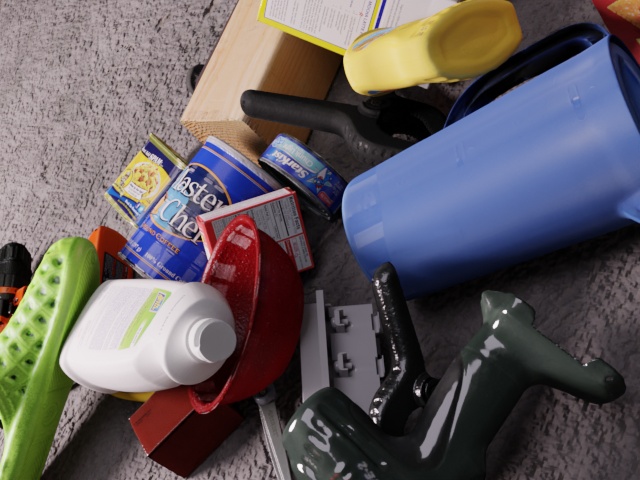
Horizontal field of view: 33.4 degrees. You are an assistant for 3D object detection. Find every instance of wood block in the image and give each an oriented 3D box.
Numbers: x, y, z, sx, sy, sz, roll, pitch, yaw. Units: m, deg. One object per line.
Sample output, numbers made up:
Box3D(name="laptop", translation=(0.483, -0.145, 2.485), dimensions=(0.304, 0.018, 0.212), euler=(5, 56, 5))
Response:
Box3D(name="wood block", translation=(-0.045, -0.180, 1.074), dimensions=(0.090, 0.090, 0.206), euler=(5, 63, 40))

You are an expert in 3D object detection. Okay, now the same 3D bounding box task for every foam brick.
Box3D(name="foam brick", translation=(-0.114, 0.152, 0.915), dimensions=(0.078, 0.051, 0.053), euler=(-45, 42, 3))

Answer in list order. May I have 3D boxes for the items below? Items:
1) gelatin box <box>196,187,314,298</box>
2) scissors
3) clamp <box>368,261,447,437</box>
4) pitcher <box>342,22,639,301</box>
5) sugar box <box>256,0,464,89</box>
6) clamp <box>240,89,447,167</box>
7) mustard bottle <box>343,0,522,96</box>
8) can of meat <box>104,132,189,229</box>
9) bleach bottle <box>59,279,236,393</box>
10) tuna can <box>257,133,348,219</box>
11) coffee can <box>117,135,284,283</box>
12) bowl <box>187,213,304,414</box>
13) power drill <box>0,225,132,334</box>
Box3D(name="gelatin box", translation=(-0.056, 0.001, 0.937), dimensions=(0.089, 0.073, 0.030), euler=(-20, 18, -14))
Box3D(name="scissors", translation=(-0.034, 0.114, 0.902), dimensions=(0.096, 0.016, 0.202), euler=(-33, 54, -5))
Box3D(name="clamp", translation=(0.071, 0.101, 0.770), dimensions=(0.039, 0.120, 0.171), euler=(118, 175, -72))
Box3D(name="pitcher", translation=(0.140, -0.052, 0.807), dimensions=(0.243, 0.145, 0.149), euler=(-24, 10, 28))
Box3D(name="sugar box", translation=(0.036, -0.215, 0.972), dimensions=(0.176, 0.093, 0.048), euler=(23, 39, 6))
Box3D(name="clamp", translation=(0.038, -0.107, 0.952), dimensions=(0.164, 0.036, 0.210), euler=(-21, 43, -24))
Box3D(name="mustard bottle", translation=(0.074, -0.155, 0.891), dimensions=(0.096, 0.058, 0.192), euler=(-27, 14, -25))
Box3D(name="can of meat", translation=(-0.168, -0.052, 1.106), dimensions=(0.084, 0.057, 0.102), euler=(-50, 42, 1))
Box3D(name="bleach bottle", translation=(-0.133, 0.081, 0.848), dimensions=(0.251, 0.068, 0.102), euler=(-3, 58, 63))
Box3D(name="tuna can", translation=(-0.014, -0.058, 0.963), dimensions=(0.033, 0.086, 0.086), euler=(-51, 42, -6))
Box3D(name="coffee can", translation=(-0.105, -0.012, 0.990), dimensions=(0.140, 0.102, 0.103), euler=(-52, 43, -5))
Box3D(name="bowl", translation=(-0.056, 0.063, 0.854), dimensions=(0.162, 0.055, 0.162), euler=(-166, 90, -69))
Box3D(name="power drill", translation=(-0.282, 0.055, 1.121), dimensions=(0.188, 0.057, 0.184), euler=(-25, 51, 26))
